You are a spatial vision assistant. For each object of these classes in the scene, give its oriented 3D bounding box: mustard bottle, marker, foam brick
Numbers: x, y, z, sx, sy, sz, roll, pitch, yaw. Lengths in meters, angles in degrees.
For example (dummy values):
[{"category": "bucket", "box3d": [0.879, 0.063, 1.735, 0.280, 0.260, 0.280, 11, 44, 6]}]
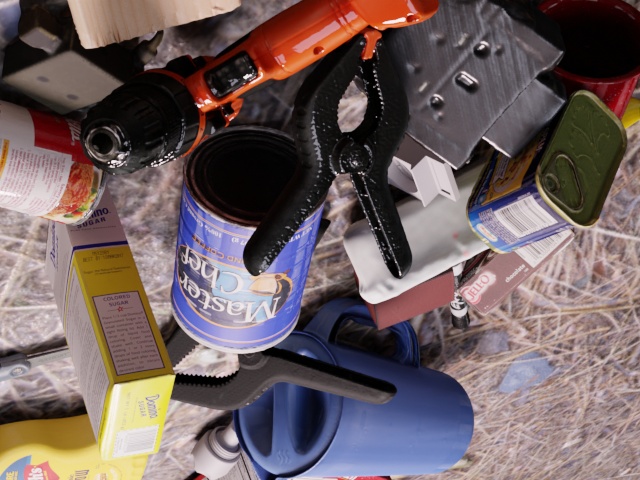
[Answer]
[{"category": "mustard bottle", "box3d": [-0.253, 0.198, 0.947, 0.191, 0.058, 0.096, -2, 137, -29]}, {"category": "marker", "box3d": [0.131, 0.051, 1.030, 0.020, 0.020, 0.121, -23, 144, -4]}, {"category": "foam brick", "box3d": [0.074, 0.034, 0.947, 0.078, 0.053, 0.051, -21, 144, -7]}]

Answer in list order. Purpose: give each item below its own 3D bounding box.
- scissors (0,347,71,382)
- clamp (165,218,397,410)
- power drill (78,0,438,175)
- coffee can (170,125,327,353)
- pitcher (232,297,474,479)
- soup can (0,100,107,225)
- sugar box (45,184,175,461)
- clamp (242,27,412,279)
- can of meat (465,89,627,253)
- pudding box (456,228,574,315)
[{"category": "scissors", "box3d": [-0.257, 0.093, 0.852, 0.201, 0.016, 0.096, -23, 144, -4]}, {"category": "clamp", "box3d": [-0.055, 0.078, 0.899, 0.210, 0.164, 0.036, -13, -172, 11]}, {"category": "power drill", "box3d": [-0.032, -0.104, 0.590, 0.188, 0.184, 0.057, -26, 101, 18]}, {"category": "coffee can", "box3d": [-0.055, 0.001, 0.785, 0.102, 0.103, 0.140, -10, 141, -21]}, {"category": "pitcher", "box3d": [0.046, 0.158, 1.034, 0.149, 0.145, 0.242, -34, 149, 30]}, {"category": "soup can", "box3d": [-0.194, -0.051, 0.667, 0.102, 0.068, 0.069, 13, 129, -40]}, {"category": "sugar box", "box3d": [-0.147, 0.052, 0.729, 0.048, 0.176, 0.093, -5, 140, -23]}, {"category": "clamp", "box3d": [0.007, -0.050, 0.688, 0.120, 0.039, 0.171, -9, 107, -28]}, {"category": "can of meat", "box3d": [0.156, -0.045, 0.751, 0.057, 0.102, 0.084, 40, 148, -16]}, {"category": "pudding box", "box3d": [0.174, 0.004, 0.942, 0.039, 0.090, 0.114, 43, 115, -6]}]
